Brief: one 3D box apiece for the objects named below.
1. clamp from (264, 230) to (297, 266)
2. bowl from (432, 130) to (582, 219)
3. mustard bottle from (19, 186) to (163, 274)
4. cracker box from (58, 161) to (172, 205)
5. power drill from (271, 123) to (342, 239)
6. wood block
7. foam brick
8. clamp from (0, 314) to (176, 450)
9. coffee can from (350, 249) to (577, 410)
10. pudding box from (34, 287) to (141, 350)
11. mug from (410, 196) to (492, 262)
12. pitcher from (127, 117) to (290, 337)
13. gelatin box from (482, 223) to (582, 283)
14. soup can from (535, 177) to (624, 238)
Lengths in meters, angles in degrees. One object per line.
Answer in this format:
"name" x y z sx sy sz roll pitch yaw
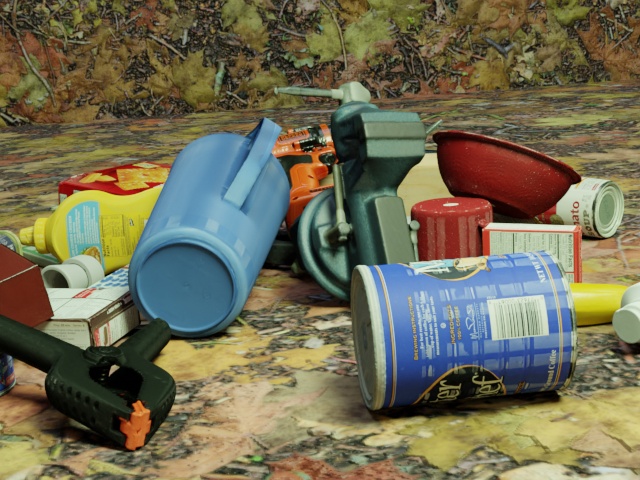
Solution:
"clamp" -0.058 0.002 1.232 0.172 0.039 0.120 11 23 30
"bowl" 0.186 -0.062 1.115 0.162 0.055 0.162 19 -4 1
"mustard bottle" -0.241 -0.008 1.194 0.191 0.096 0.058 -3 11 4
"cracker box" -0.200 -0.047 1.350 0.214 0.072 0.163 10 19 36
"power drill" 0.010 -0.077 1.232 0.184 0.057 0.188 -16 31 -6
"wood block" 0.071 -0.058 1.341 0.206 0.090 0.090 0 13 13
"foam brick" -0.272 0.043 0.913 0.051 0.053 0.078 -27 31 -31
"clamp" -0.175 0.096 0.798 0.164 0.036 0.210 6 14 -21
"coffee can" 0.098 0.063 0.762 0.140 0.103 0.103 -5 13 -6
"pudding box" -0.233 0.073 0.962 0.114 0.039 0.090 -2 15 19
"mug" 0.139 0.004 1.060 0.093 0.081 0.117 -12 15 -34
"pitcher" -0.102 -0.015 1.030 0.145 0.149 0.242 -10 22 9
"gelatin box" 0.195 0.023 0.981 0.089 0.073 0.030 1 14 21
"soup can" 0.294 -0.041 1.251 0.102 0.068 0.068 10 18 44
